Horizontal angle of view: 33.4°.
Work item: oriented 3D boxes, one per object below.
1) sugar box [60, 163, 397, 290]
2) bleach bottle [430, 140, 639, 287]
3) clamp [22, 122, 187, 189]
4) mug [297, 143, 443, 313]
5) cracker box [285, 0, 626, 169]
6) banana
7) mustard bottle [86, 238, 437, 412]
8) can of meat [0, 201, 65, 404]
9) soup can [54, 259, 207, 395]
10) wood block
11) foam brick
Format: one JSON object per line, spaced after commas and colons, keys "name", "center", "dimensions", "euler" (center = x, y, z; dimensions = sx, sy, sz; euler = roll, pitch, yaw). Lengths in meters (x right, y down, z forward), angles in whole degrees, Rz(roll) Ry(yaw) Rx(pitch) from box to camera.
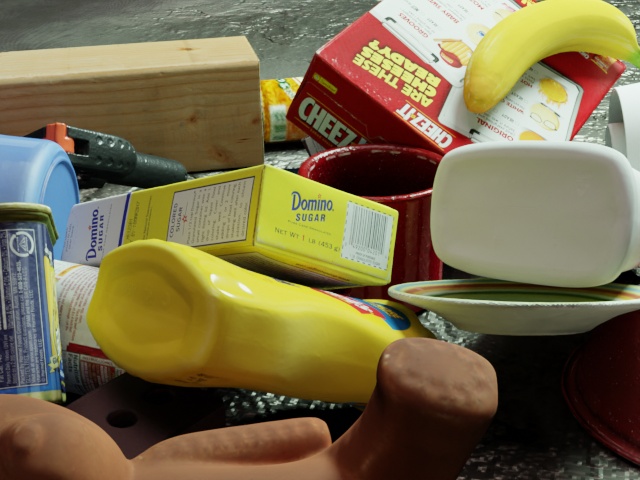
{"name": "sugar box", "center": [-0.054, 0.000, 0.569], "dimensions": [0.093, 0.048, 0.177], "euler": [18, -15, -41]}
{"name": "bleach bottle", "center": [0.155, -0.012, 0.603], "dimensions": [0.103, 0.068, 0.250], "euler": [6, 2, 30]}
{"name": "clamp", "center": [-0.173, -0.053, 0.748], "dimensions": [0.120, 0.039, 0.171], "euler": [-7, -8, 9]}
{"name": "mug", "center": [0.027, -0.001, 0.636], "dimensions": [0.093, 0.081, 0.117], "euler": [13, 28, 28]}
{"name": "cracker box", "center": [0.101, -0.105, 0.754], "dimensions": [0.164, 0.072, 0.213], "euler": [38, 47, 7]}
{"name": "banana", "center": [0.159, -0.133, 0.728], "dimensions": [0.197, 0.037, 0.070], "euler": [-17, 63, -35]}
{"name": "mustard bottle", "center": [-0.005, 0.048, 0.501], "dimensions": [0.191, 0.058, 0.096], "euler": [17, -4, -41]}
{"name": "can of meat", "center": [-0.144, 0.034, 0.477], "dimensions": [0.057, 0.084, 0.102], "euler": [-6, -8, -12]}
{"name": "soup can", "center": [-0.112, 0.048, 0.553], "dimensions": [0.102, 0.068, 0.068], "euler": [8, 27, 22]}
{"name": "wood block", "center": [-0.155, -0.107, 0.866], "dimensions": [0.206, 0.090, 0.091], "euler": [-6, 24, -9]}
{"name": "foam brick", "center": [-0.084, 0.098, 0.464], "dimensions": [0.053, 0.051, 0.078], "euler": [17, 30, 33]}
